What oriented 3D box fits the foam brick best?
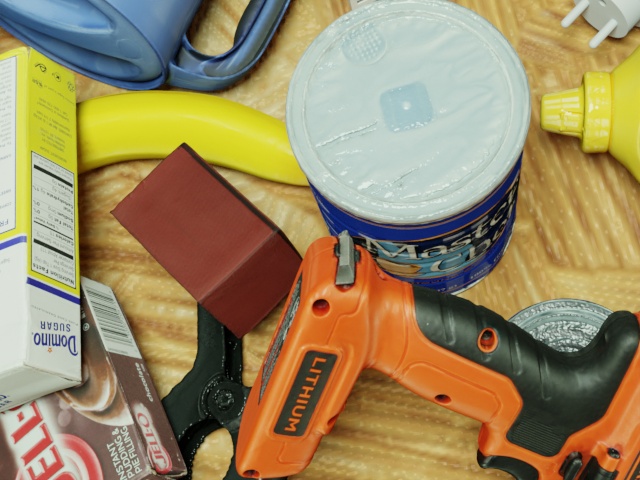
[{"bbox_3d":[-0.053,0.001,0.527,0.051,0.053,0.078,-45,59,-6],"label":"foam brick"}]

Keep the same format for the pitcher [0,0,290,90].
[{"bbox_3d":[-0.083,-0.210,0.596,0.145,0.149,0.242,16,72,34],"label":"pitcher"}]

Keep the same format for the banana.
[{"bbox_3d":[-0.096,-0.049,0.591,0.198,0.037,0.069,-10,95,7],"label":"banana"}]

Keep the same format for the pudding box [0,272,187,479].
[{"bbox_3d":[-0.127,0.088,0.533,0.090,0.039,0.113,-34,63,16],"label":"pudding box"}]

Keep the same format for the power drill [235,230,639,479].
[{"bbox_3d":[0.063,0.087,0.457,0.187,0.057,0.184,17,111,-8],"label":"power drill"}]

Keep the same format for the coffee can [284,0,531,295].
[{"bbox_3d":[0.045,-0.036,0.509,0.103,0.140,0.103,-2,73,7],"label":"coffee can"}]

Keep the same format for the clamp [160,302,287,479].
[{"bbox_3d":[-0.047,0.074,0.543,0.120,0.039,0.171,29,81,33],"label":"clamp"}]

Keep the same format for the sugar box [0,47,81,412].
[{"bbox_3d":[-0.168,-0.003,0.537,0.093,0.048,0.176,-20,64,25],"label":"sugar box"}]
